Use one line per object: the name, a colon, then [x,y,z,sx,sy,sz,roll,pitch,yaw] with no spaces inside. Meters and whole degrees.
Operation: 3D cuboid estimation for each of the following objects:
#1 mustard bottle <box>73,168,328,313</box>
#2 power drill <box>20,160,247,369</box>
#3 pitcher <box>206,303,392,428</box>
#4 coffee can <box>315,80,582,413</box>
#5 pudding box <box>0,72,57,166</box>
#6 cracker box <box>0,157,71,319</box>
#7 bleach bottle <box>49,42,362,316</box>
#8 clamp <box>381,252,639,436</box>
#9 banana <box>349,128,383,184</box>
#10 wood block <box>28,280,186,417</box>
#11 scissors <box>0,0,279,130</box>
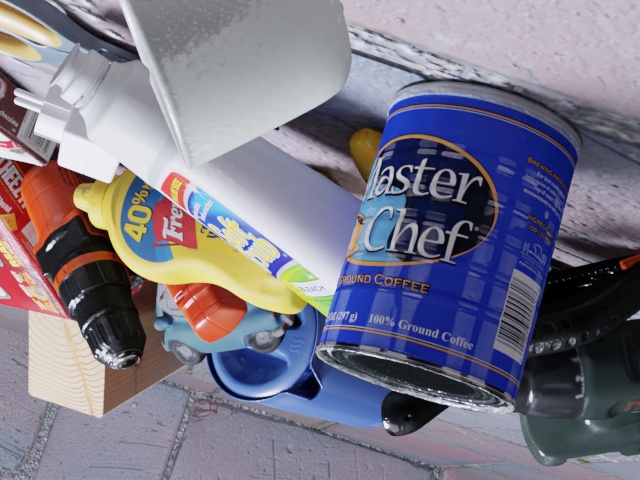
mustard bottle: [-0.089,-0.015,0.743,0.192,0.096,0.058,12,165,23]
power drill: [-0.138,0.030,0.842,0.057,0.184,0.187,-38,151,18]
pitcher: [-0.005,0.118,1.126,0.145,0.149,0.242,-9,157,30]
coffee can: [0.066,0.005,0.541,0.103,0.140,0.103,16,166,4]
pudding box: [-0.249,-0.095,0.749,0.090,0.039,0.113,12,163,23]
cracker box: [-0.304,-0.025,0.917,0.214,0.072,0.164,8,139,35]
bleach bottle: [-0.043,-0.027,0.615,0.250,0.068,0.103,34,166,-21]
clamp: [0.108,0.054,0.671,0.209,0.036,0.165,-21,-167,-13]
banana: [0.049,-0.020,0.681,0.069,0.037,0.198,16,166,4]
wood block: [-0.191,0.089,1.075,0.090,0.091,0.205,13,-161,23]
scissors: [-0.128,-0.102,0.622,0.201,0.016,0.096,26,165,-29]
